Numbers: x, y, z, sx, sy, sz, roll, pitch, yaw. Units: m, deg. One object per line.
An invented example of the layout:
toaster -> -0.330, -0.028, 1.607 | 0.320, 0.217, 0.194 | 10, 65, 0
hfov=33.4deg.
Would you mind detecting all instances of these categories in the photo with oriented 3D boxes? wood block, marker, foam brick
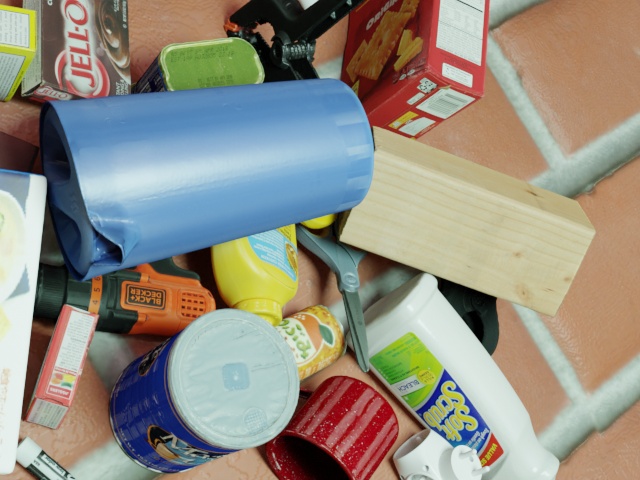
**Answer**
wood block -> 0.127, -0.019, 0.961 | 0.206, 0.090, 0.091 | 20, 20, -5
marker -> -0.185, 0.196, 0.817 | 0.121, 0.020, 0.020 | 43, 57, -9
foam brick -> -0.263, -0.042, 0.843 | 0.051, 0.053, 0.078 | 22, 61, -21

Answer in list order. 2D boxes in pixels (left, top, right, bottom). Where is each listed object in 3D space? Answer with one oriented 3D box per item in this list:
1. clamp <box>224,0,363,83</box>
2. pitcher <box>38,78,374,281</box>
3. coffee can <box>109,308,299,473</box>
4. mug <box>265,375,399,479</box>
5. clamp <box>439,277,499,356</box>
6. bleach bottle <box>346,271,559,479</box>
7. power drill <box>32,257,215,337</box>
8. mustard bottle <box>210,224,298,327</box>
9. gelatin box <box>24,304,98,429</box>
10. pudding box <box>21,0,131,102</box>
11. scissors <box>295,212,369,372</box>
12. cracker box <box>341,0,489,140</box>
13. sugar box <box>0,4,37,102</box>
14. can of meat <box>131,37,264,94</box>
clamp -> -0.022, -0.162, 0.965 | 0.036, 0.210, 0.164 | -11, 112, -33
pitcher -> -0.091, -0.063, 0.826 | 0.242, 0.145, 0.149 | -12, 86, -24
coffee can -> -0.093, 0.120, 0.825 | 0.102, 0.141, 0.103 | 11, 67, -26
mug -> 0.004, 0.164, 0.904 | 0.117, 0.093, 0.081 | 26, 49, 20
clamp -> 0.136, 0.051, 1.035 | 0.120, 0.039, 0.171 | 26, 65, -19
bleach bottle -> 0.139, 0.151, 0.969 | 0.251, 0.103, 0.068 | 48, 43, -5
power drill -> -0.173, -0.015, 0.884 | 0.184, 0.057, 0.187 | 12, 68, -27
mustard bottle -> -0.056, 0.001, 0.917 | 0.096, 0.058, 0.191 | 38, 41, -51
gelatin box -> -0.195, 0.098, 0.806 | 0.030, 0.089, 0.073 | 18, 64, -12
pudding box -> -0.209, -0.166, 0.915 | 0.089, 0.039, 0.113 | 14, 63, -47
scissors -> 0.008, 0.027, 0.955 | 0.096, 0.016, 0.201 | 21, 41, -9
cracker box -> 0.089, -0.207, 1.038 | 0.072, 0.164, 0.213 | 19, 64, -25
sugar box -> -0.319, -0.156, 0.829 | 0.176, 0.093, 0.048 | 8, 66, -28
can of meat -> -0.111, -0.136, 0.946 | 0.101, 0.084, 0.057 | -14, 79, -33
